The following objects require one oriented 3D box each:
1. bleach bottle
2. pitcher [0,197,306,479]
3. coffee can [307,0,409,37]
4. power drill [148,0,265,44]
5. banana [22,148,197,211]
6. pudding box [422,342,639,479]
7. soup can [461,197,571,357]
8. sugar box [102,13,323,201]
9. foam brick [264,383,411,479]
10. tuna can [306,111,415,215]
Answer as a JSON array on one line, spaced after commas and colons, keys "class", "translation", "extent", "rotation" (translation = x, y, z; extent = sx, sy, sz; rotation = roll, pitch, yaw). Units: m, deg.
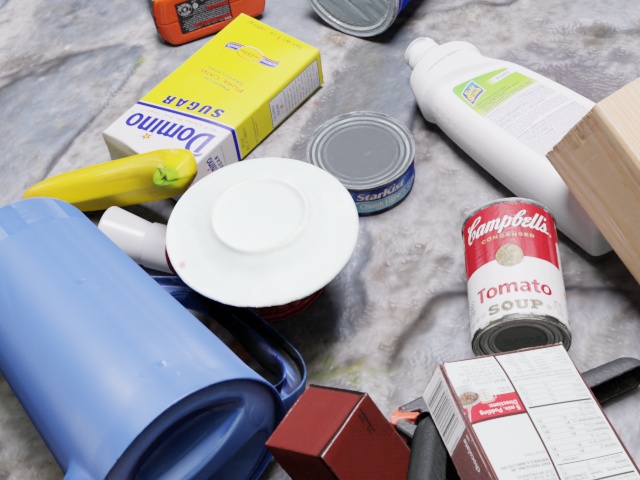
[{"class": "bleach bottle", "translation": [0.161, -0.094, 0.843], "extent": [0.102, 0.068, 0.251], "rotation": [-30, 51, -19]}, {"class": "pitcher", "translation": [-0.135, 0.072, 0.706], "extent": [0.145, 0.149, 0.243], "rotation": [-52, 54, 5]}, {"class": "coffee can", "translation": [0.058, -0.268, 0.972], "extent": [0.103, 0.103, 0.140], "rotation": [23, 56, 23]}, {"class": "power drill", "translation": [-0.119, -0.278, 1.033], "extent": [0.184, 0.057, 0.188], "rotation": [-23, 49, -7]}, {"class": "banana", "translation": [-0.152, -0.047, 0.817], "extent": [0.198, 0.069, 0.037], "rotation": [-8, 84, 47]}, {"class": "pudding box", "translation": [0.123, 0.117, 0.619], "extent": [0.089, 0.039, 0.113], "rotation": [-6, 49, -21]}, {"class": "soup can", "translation": [0.134, 0.031, 0.738], "extent": [0.068, 0.068, 0.102], "rotation": [-2, 51, 5]}, {"class": "sugar box", "translation": [-0.088, -0.113, 0.898], "extent": [0.093, 0.048, 0.176], "rotation": [29, 58, 26]}, {"class": "foam brick", "translation": [0.016, 0.134, 0.652], "extent": [0.051, 0.078, 0.053], "rotation": [-1, 41, 48]}, {"class": "tuna can", "translation": [0.033, -0.061, 0.848], "extent": [0.086, 0.034, 0.086], "rotation": [-3, 50, 4]}]
